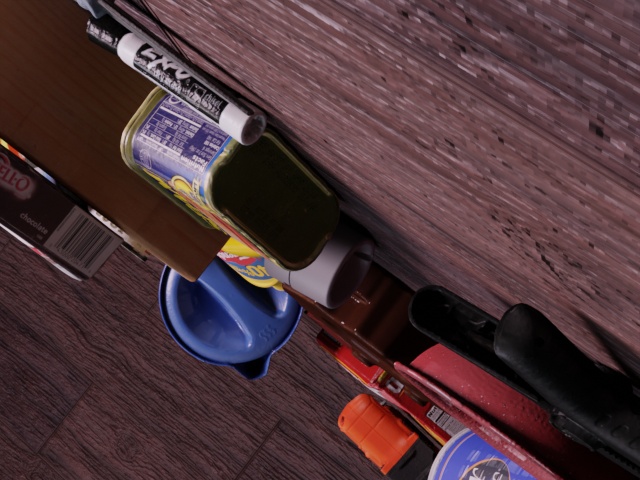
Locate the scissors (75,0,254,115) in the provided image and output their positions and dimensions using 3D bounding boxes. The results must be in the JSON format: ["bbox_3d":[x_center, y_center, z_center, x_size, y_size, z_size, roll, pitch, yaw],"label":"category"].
[{"bbox_3d":[-0.117,-0.122,0.523,0.201,0.016,0.096,38,176,-9],"label":"scissors"}]

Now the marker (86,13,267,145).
[{"bbox_3d":[-0.076,-0.085,0.543,0.121,0.020,0.020,35,174,26],"label":"marker"}]

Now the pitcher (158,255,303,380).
[{"bbox_3d":[-0.085,0.035,1.083,0.145,0.149,0.243,27,-179,-2],"label":"pitcher"}]

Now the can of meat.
[{"bbox_3d":[-0.047,-0.034,0.591,0.084,0.057,0.102,28,170,44],"label":"can of meat"}]

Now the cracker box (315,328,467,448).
[{"bbox_3d":[0.112,0.152,1.029,0.213,0.072,0.164,40,175,-19],"label":"cracker box"}]

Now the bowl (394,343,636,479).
[{"bbox_3d":[0.122,0.099,0.608,0.162,0.055,0.162,37,175,4],"label":"bowl"}]

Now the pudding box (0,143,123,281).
[{"bbox_3d":[-0.183,-0.030,0.632,0.090,0.039,0.113,32,170,41],"label":"pudding box"}]

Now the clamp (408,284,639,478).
[{"bbox_3d":[0.123,0.073,0.486,0.171,0.039,0.120,32,180,-4],"label":"clamp"}]

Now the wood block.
[{"bbox_3d":[-0.140,-0.075,0.660,0.206,0.091,0.090,41,174,-28],"label":"wood block"}]

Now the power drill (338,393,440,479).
[{"bbox_3d":[0.099,0.228,1.089,0.184,0.057,0.187,44,175,8],"label":"power drill"}]
